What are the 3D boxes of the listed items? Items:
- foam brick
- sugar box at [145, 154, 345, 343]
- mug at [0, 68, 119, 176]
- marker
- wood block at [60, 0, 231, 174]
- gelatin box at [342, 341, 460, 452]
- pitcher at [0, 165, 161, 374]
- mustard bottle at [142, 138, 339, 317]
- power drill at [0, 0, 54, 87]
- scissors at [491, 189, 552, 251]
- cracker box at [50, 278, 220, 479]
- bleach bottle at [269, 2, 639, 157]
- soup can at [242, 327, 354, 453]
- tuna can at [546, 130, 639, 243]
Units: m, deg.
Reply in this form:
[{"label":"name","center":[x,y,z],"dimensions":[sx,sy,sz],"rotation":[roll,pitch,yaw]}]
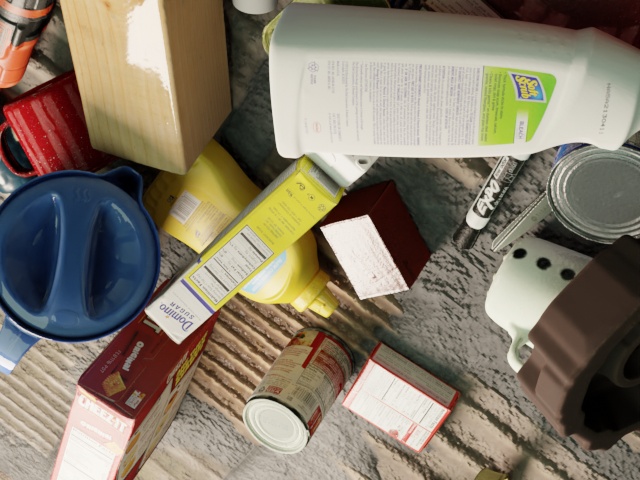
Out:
[{"label":"foam brick","center":[0.045,0.001,0.873],"dimensions":[0.051,0.052,0.078],"rotation":[-13,115,37]},{"label":"sugar box","center":[-0.055,0.001,0.848],"dimensions":[0.048,0.093,0.176],"rotation":[44,110,-5]},{"label":"mug","center":[-0.234,-0.096,0.939],"dimensions":[0.117,0.093,0.081],"rotation":[-19,108,22]},{"label":"marker","center":[0.131,-0.036,0.818],"dimensions":[0.020,0.020,0.121],"rotation":[31,134,6]},{"label":"wood block","center":[-0.131,-0.162,0.806],"dimensions":[0.090,0.090,0.206],"rotation":[17,140,16]},{"label":"gelatin box","center":[0.074,0.145,0.982],"dimensions":[0.089,0.030,0.073],"rotation":[31,132,6]},{"label":"pitcher","center":[-0.218,0.027,0.923],"dimensions":[0.243,0.149,0.145],"rotation":[164,94,-78]},{"label":"mustard bottle","center":[-0.061,-0.001,0.932],"dimensions":[0.191,0.058,0.096],"rotation":[41,127,-2]},{"label":"power drill","center":[-0.308,-0.240,0.899],"dimensions":[0.187,0.057,0.185],"rotation":[38,134,1]},{"label":"scissors","center":[0.177,-0.061,0.772],"dimensions":[0.202,0.016,0.096],"rotation":[-27,110,41]},{"label":"cracker box","center":[-0.190,0.164,1.061],"dimensions":[0.072,0.164,0.214],"rotation":[30,134,5]},{"label":"bleach bottle","center":[0.097,-0.091,0.670],"dimensions":[0.251,0.068,0.102],"rotation":[7,134,12]},{"label":"soup can","center":[-0.019,0.137,0.981],"dimensions":[0.069,0.102,0.068],"rotation":[16,130,20]},{"label":"tuna can","center":[0.202,-0.041,0.739],"dimensions":[0.086,0.033,0.086],"rotation":[13,134,14]}]
